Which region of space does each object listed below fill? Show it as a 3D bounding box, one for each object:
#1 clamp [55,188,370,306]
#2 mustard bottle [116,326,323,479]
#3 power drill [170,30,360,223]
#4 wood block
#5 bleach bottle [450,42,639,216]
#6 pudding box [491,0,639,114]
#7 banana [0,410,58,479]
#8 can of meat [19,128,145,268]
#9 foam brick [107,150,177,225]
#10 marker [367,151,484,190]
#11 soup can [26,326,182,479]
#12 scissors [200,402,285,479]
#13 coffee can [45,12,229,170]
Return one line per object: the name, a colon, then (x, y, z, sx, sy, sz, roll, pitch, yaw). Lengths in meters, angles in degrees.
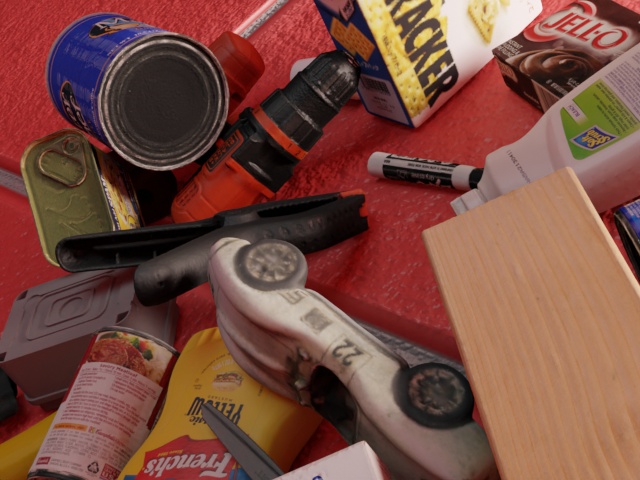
clamp: (-0.055, 0.001, 0.693, 0.209, 0.036, 0.165, -12, 13, -21)
mustard bottle: (-0.065, 0.137, 0.596, 0.096, 0.058, 0.191, 6, 48, 23)
power drill: (-0.061, -0.104, 0.861, 0.184, 0.057, 0.188, -44, 32, 8)
wood block: (0.123, 0.068, 0.516, 0.091, 0.090, 0.206, -24, 36, 9)
bleach bottle: (0.195, -0.076, 0.665, 0.251, 0.068, 0.102, -29, 37, 6)
pudding box: (0.186, -0.126, 0.751, 0.090, 0.039, 0.113, -31, 35, -2)
banana: (-0.210, 0.146, 0.710, 0.198, 0.037, 0.069, -23, 36, 11)
can of meat: (-0.175, -0.024, 0.810, 0.057, 0.084, 0.102, -22, 75, 9)
foam brick: (-0.166, -0.042, 0.893, 0.078, 0.053, 0.051, -24, 36, 10)
marker: (0.083, -0.047, 0.747, 0.121, 0.020, 0.020, 13, 54, 45)
soup can: (-0.128, 0.113, 0.654, 0.069, 0.068, 0.102, -4, 51, 33)
scissors: (-0.010, 0.160, 0.524, 0.202, 0.016, 0.096, 23, 69, 32)
coffee can: (-0.146, -0.120, 0.835, 0.102, 0.102, 0.140, -40, 32, -13)
